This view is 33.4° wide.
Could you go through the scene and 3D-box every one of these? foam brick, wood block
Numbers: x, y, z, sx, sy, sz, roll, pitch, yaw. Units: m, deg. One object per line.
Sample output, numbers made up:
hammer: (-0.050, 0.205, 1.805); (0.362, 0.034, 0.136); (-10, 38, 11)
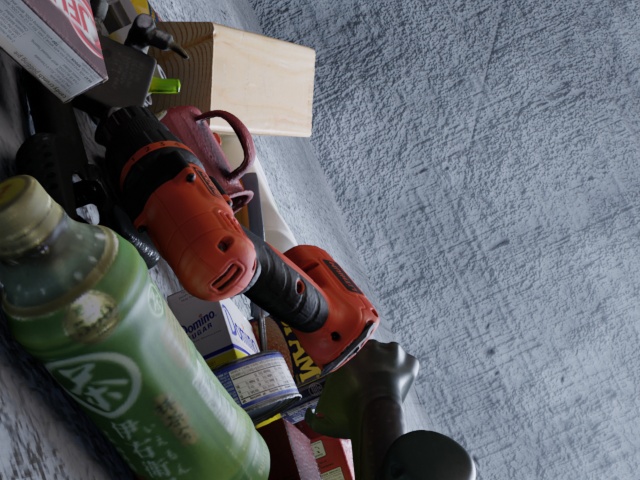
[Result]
foam brick: (-0.042, 0.151, 0.651); (0.051, 0.078, 0.053); (56, 14, -60)
wood block: (-0.088, -0.142, 0.966); (0.205, 0.091, 0.090); (-8, 102, -66)

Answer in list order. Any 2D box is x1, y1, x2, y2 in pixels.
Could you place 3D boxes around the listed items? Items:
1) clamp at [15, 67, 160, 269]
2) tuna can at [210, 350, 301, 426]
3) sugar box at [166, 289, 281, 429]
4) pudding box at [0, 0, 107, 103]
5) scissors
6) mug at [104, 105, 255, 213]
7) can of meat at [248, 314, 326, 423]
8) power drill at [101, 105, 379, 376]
clamp: (-0.150, -0.036, 0.643); (0.164, 0.036, 0.210); (63, 2, -11)
tuna can: (-0.057, 0.101, 0.674); (0.034, 0.086, 0.086); (65, 6, 14)
sugar box: (-0.058, 0.122, 0.776); (0.093, 0.048, 0.176); (60, 9, -56)
pudding box: (-0.175, -0.146, 0.621); (0.113, 0.039, 0.090); (43, 22, -53)
scissors: (-0.054, 0.041, 0.883); (0.096, 0.016, 0.202); (-132, -142, -72)
mug: (-0.101, -0.054, 0.799); (0.081, 0.117, 0.093); (61, 26, 6)
can of meat: (-0.029, 0.106, 0.913); (0.057, 0.084, 0.102); (55, 12, -59)
power drill: (-0.055, 0.001, 0.697); (0.187, 0.057, 0.185); (36, 13, -43)
